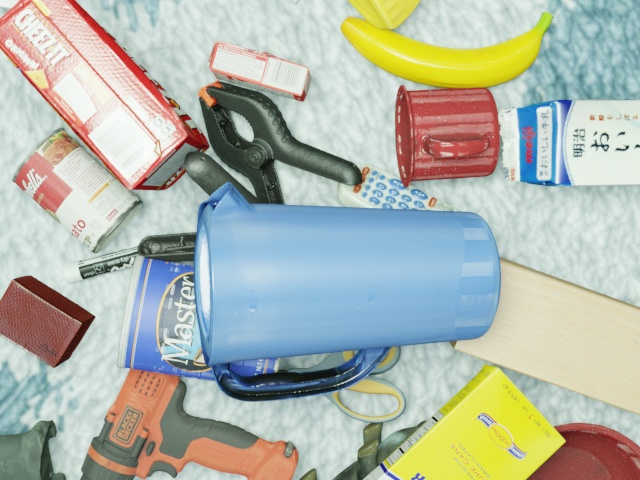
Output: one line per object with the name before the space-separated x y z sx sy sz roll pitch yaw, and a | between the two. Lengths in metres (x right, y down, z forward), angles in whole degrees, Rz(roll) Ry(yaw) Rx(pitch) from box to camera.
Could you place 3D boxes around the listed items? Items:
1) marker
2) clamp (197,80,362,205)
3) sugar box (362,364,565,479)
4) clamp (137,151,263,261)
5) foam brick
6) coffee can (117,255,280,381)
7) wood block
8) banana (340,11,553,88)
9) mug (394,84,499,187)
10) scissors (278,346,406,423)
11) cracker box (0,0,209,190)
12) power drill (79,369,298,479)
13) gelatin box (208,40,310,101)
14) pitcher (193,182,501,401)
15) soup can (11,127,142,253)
marker | -0.184 0.017 1.015 0.121 0.020 0.020 -15 93 2
clamp | -0.053 -0.072 0.990 0.171 0.039 0.120 42 117 10
sugar box | 0.119 0.202 0.942 0.176 0.048 0.093 -43 92 -6
clamp | -0.056 0.001 0.963 0.209 0.165 0.036 21 55 -22
foam brick | -0.263 0.075 1.004 0.078 0.051 0.053 33 94 -1
coffee can | -0.106 0.075 0.966 0.140 0.103 0.103 10 94 -6
wood block | 0.228 0.086 0.979 0.206 0.090 0.091 19 94 -1
banana | 0.117 -0.174 0.992 0.198 0.037 0.069 -1 75 -1
mug | 0.115 -0.094 0.958 0.081 0.117 0.093 -3 104 -4
scissors | -0.011 0.115 1.020 0.202 0.016 0.096 17 81 8
cracker box | -0.177 -0.124 0.908 0.072 0.213 0.164 -42 93 1
power drill | -0.128 0.222 1.008 0.187 0.057 0.184 25 94 -1
gelatin box | -0.054 -0.154 0.975 0.089 0.073 0.030 16 93 0
pitcher | 0.017 0.042 0.880 0.242 0.149 0.145 -1 64 -11
soup can | -0.224 -0.045 0.987 0.102 0.068 0.068 42 93 -2
